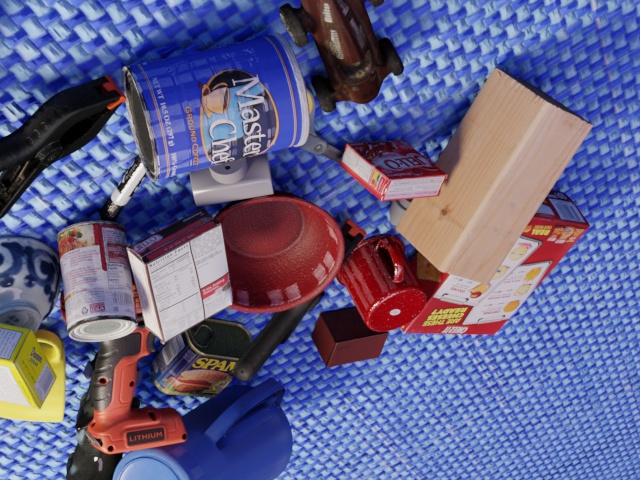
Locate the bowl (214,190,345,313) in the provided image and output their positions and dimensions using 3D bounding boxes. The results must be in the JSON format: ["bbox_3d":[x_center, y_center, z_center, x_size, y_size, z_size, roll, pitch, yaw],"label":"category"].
[{"bbox_3d":[-0.057,0.001,1.128,0.162,0.055,0.162,-6,131,-7],"label":"bowl"}]

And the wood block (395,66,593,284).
[{"bbox_3d":[0.184,-0.068,1.145,0.090,0.091,0.206,15,113,-43],"label":"wood block"}]

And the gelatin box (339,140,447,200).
[{"bbox_3d":[0.077,-0.074,1.110,0.089,0.073,0.030,-7,129,-40],"label":"gelatin box"}]

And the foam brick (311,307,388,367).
[{"bbox_3d":[0.038,0.121,1.357,0.078,0.051,0.053,-8,139,-26],"label":"foam brick"}]

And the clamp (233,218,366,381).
[{"bbox_3d":[-0.017,0.063,1.233,0.210,0.036,0.164,-53,177,10],"label":"clamp"}]

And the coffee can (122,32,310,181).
[{"bbox_3d":[-0.092,-0.118,0.938,0.140,0.103,0.103,-15,142,-16],"label":"coffee can"}]

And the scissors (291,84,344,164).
[{"bbox_3d":[0.000,-0.113,1.077,0.201,0.016,0.096,7,132,-38],"label":"scissors"}]

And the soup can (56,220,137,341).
[{"bbox_3d":[-0.217,0.040,1.038,0.068,0.102,0.068,-10,159,-4],"label":"soup can"}]

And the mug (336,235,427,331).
[{"bbox_3d":[0.077,0.046,1.265,0.093,0.081,0.117,-11,141,-22],"label":"mug"}]

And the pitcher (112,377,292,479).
[{"bbox_3d":[-0.134,0.256,1.270,0.145,0.149,0.242,-5,-175,23],"label":"pitcher"}]

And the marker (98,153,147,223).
[{"bbox_3d":[-0.179,-0.061,1.024,0.020,0.020,0.121,12,129,-41],"label":"marker"}]

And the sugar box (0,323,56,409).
[{"bbox_3d":[-0.351,0.108,1.024,0.176,0.048,0.093,12,145,13],"label":"sugar box"}]

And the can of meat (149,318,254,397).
[{"bbox_3d":[-0.140,0.140,1.265,0.101,0.057,0.084,14,130,-42],"label":"can of meat"}]

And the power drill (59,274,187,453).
[{"bbox_3d":[-0.184,0.125,1.144,0.184,0.057,0.188,-5,99,-26],"label":"power drill"}]

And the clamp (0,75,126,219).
[{"bbox_3d":[-0.245,-0.083,0.908,0.171,0.039,0.120,-42,174,1],"label":"clamp"}]

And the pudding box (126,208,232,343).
[{"bbox_3d":[-0.136,0.035,1.054,0.089,0.039,0.113,-29,135,-25],"label":"pudding box"}]

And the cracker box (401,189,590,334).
[{"bbox_3d":[0.204,0.024,1.328,0.163,0.072,0.214,5,134,-36],"label":"cracker box"}]
